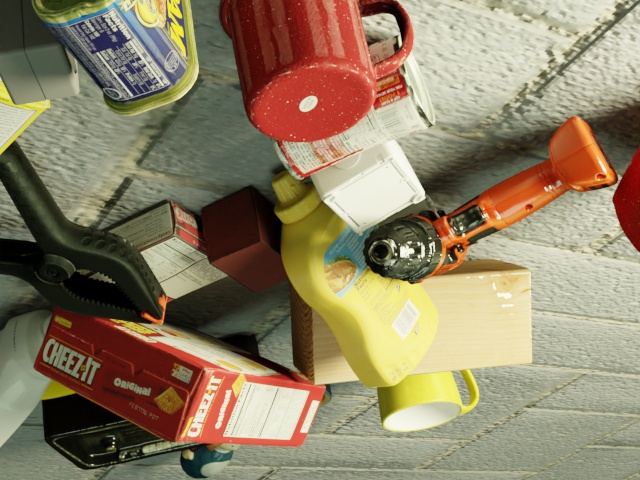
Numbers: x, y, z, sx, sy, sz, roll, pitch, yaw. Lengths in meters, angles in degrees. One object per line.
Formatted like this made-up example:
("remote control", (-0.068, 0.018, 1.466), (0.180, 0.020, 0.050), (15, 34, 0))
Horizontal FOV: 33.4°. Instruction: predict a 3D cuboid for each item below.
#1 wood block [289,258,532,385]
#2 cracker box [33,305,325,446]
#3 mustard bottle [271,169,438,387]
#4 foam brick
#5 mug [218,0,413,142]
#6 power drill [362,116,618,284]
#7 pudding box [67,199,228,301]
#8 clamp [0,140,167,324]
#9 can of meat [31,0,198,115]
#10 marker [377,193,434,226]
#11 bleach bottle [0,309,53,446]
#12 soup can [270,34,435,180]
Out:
("wood block", (0.082, 0.072, 0.989), (0.206, 0.091, 0.090), (-4, -173, -14))
("cracker box", (-0.118, 0.123, 0.940), (0.164, 0.072, 0.213), (20, 179, 29))
("mustard bottle", (0.020, 0.022, 0.870), (0.058, 0.096, 0.191), (-12, 120, 46))
("foam brick", (-0.056, 0.001, 0.881), (0.051, 0.053, 0.078), (-22, 149, 19))
("mug", (0.000, -0.117, 0.659), (0.117, 0.081, 0.093), (-12, 151, 0))
("power drill", (0.131, -0.027, 0.829), (0.188, 0.057, 0.184), (-29, 173, 19))
("pudding box", (-0.142, 0.017, 0.895), (0.114, 0.039, 0.090), (-25, 147, 19))
("clamp", (-0.201, 0.005, 0.811), (0.209, 0.036, 0.165), (26, 136, -24))
("can of meat", (-0.111, -0.133, 0.571), (0.057, 0.102, 0.084), (-17, 149, 11))
("marker", (0.046, -0.007, 0.938), (0.121, 0.020, 0.020), (-28, 147, 28))
("bleach bottle", (-0.304, 0.146, 0.986), (0.251, 0.102, 0.068), (-38, 138, 28))
("soup can", (0.019, -0.090, 0.728), (0.102, 0.068, 0.068), (-20, 150, 15))
